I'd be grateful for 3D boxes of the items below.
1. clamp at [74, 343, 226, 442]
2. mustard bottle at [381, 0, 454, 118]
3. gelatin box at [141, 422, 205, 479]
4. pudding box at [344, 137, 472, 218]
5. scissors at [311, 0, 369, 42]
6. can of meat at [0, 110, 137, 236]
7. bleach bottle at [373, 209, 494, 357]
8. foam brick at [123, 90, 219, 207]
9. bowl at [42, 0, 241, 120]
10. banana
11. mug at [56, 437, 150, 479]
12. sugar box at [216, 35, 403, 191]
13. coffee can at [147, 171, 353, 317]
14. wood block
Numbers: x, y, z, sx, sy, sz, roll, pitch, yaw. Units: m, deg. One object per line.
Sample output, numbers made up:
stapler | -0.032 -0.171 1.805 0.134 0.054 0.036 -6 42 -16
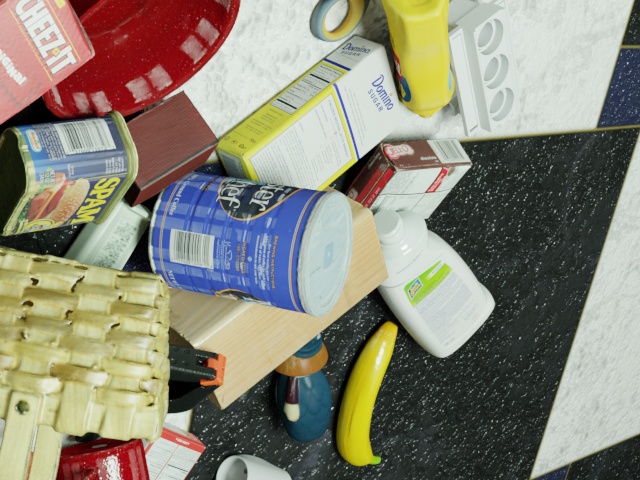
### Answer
clamp | -0.165 0.116 0.890 0.172 0.039 0.120 -20 139 19
mustard bottle | 0.091 -0.174 0.971 0.058 0.096 0.191 -13 149 3
gelatin box | -0.163 0.218 1.020 0.089 0.030 0.073 -55 140 -2
pudding box | 0.084 -0.057 1.058 0.113 0.039 0.090 -6 146 -40
scissors | 0.058 -0.238 0.963 0.201 0.016 0.096 -22 129 -34
can of meat | -0.193 -0.047 0.781 0.083 0.057 0.102 -12 160 -37
bleach bottle | 0.108 0.033 1.113 0.102 0.068 0.250 -47 146 -7
foam brick | -0.129 -0.071 0.843 0.078 0.051 0.053 -35 178 -25
bowl | -0.139 -0.157 0.764 0.162 0.055 0.162 -32 164 -10
banana | 0.049 0.184 1.201 0.069 0.037 0.198 -33 137 -50
mug | -0.190 0.219 0.924 0.093 0.117 0.081 -10 90 2
sugar box | -0.006 -0.098 0.966 0.176 0.048 0.093 -42 137 -23
coffee can | -0.056 0.001 0.882 0.102 0.140 0.103 10 90 -69
wood block | -0.047 0.045 0.980 0.205 0.090 0.091 -37 134 -22
